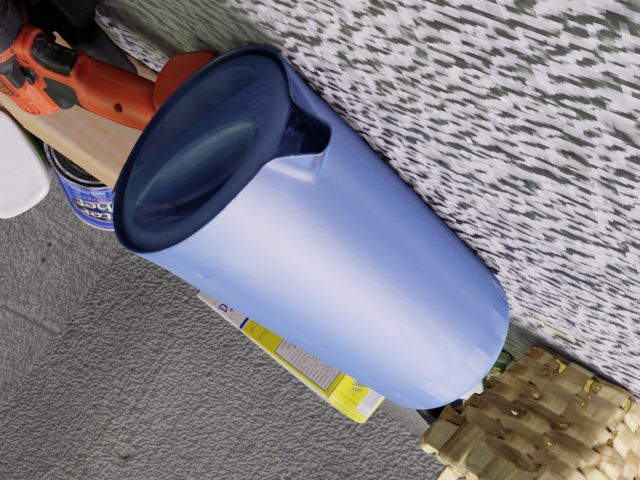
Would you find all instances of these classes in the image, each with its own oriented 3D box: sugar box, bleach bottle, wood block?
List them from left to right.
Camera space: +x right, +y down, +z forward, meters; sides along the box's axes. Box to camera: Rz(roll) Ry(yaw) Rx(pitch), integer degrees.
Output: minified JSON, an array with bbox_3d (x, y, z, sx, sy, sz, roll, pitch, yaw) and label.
[{"bbox_3d":[-0.313,-0.097,1.075,0.102,0.068,0.251,59,178,-18],"label":"bleach bottle"},{"bbox_3d":[-0.151,-0.086,0.869,0.206,0.090,0.091,34,171,12],"label":"wood block"},{"bbox_3d":[-0.026,0.093,0.974,0.176,0.048,0.093,37,174,32],"label":"sugar box"}]

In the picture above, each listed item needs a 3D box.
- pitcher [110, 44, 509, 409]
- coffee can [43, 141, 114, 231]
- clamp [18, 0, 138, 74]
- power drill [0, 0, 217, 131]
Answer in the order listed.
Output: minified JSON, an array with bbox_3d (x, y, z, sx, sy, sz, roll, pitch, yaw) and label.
[{"bbox_3d":[-0.002,0.006,0.645,0.242,0.145,0.149,38,-167,-36],"label":"pitcher"},{"bbox_3d":[-0.214,-0.078,1.070,0.103,0.102,0.140,35,165,6],"label":"coffee can"},{"bbox_3d":[-0.199,-0.170,0.761,0.120,0.039,0.171,23,163,12],"label":"clamp"},{"bbox_3d":[-0.153,-0.115,0.698,0.188,0.057,0.184,21,169,13],"label":"power drill"}]
